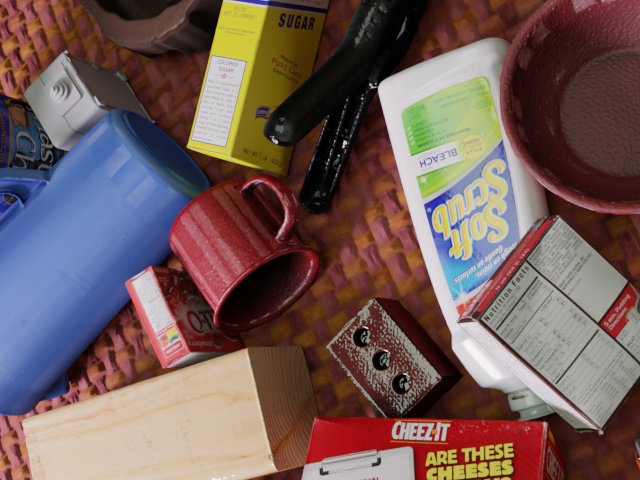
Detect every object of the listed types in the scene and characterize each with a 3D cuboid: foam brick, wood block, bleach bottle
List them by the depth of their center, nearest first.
[{"bbox_3d":[0.119,-0.004,0.732,0.103,0.068,0.251,-19,80,19],"label":"bleach bottle"},{"bbox_3d":[0.053,0.085,0.759,0.053,0.051,0.078,-47,67,14],"label":"foam brick"},{"bbox_3d":[-0.111,0.150,0.810,0.206,0.090,0.090,-19,77,23],"label":"wood block"}]

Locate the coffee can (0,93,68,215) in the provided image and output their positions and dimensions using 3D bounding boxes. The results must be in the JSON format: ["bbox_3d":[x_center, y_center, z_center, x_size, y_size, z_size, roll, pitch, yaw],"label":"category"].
[{"bbox_3d":[-0.278,-0.073,0.886,0.103,0.140,0.103,-3,83,25],"label":"coffee can"}]

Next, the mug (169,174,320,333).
[{"bbox_3d":[-0.055,0.001,0.795,0.081,0.093,0.117,52,129,26],"label":"mug"}]

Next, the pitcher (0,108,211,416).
[{"bbox_3d":[-0.209,0.008,0.843,0.243,0.149,0.145,-45,74,10],"label":"pitcher"}]

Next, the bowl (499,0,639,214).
[{"bbox_3d":[0.200,-0.091,0.695,0.162,0.055,0.162,-3,79,16],"label":"bowl"}]

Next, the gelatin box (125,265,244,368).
[{"bbox_3d":[-0.101,0.059,0.815,0.030,0.089,0.073,-33,72,18],"label":"gelatin box"}]

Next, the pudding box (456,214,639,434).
[{"bbox_3d":[0.157,0.053,0.677,0.113,0.039,0.090,42,78,-5],"label":"pudding box"}]

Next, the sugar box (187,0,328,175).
[{"bbox_3d":[-0.040,-0.143,0.805,0.048,0.093,0.176,17,92,25],"label":"sugar box"}]

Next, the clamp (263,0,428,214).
[{"bbox_3d":[0.029,-0.120,0.768,0.036,0.164,0.210,28,74,13],"label":"clamp"}]

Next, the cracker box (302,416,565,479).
[{"bbox_3d":[0.061,0.223,0.668,0.164,0.072,0.213,-3,56,25],"label":"cracker box"}]
